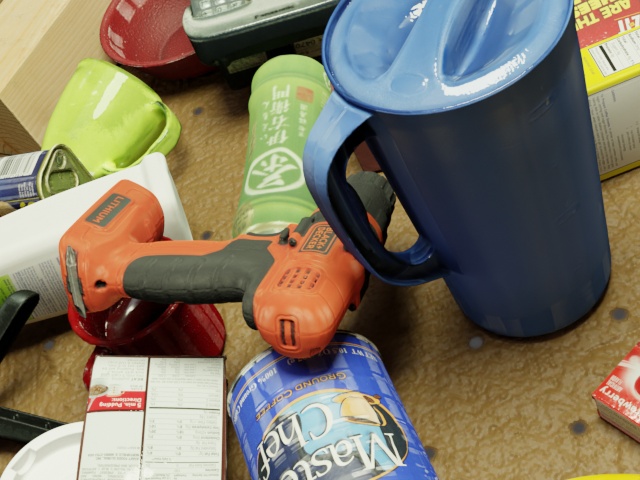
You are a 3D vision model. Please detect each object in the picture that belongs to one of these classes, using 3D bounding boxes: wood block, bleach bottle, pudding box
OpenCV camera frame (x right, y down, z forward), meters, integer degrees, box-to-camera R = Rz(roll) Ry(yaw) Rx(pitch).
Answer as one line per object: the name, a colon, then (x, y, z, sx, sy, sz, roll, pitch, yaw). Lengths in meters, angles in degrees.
wood block: (-0.256, -0.186, 1.016, 0.090, 0.090, 0.206, 9, 58, 32)
bleach bottle: (-0.223, 0.018, 0.799, 0.250, 0.102, 0.068, -17, 47, -4)
pudding box: (-0.102, 0.125, 0.666, 0.090, 0.039, 0.113, 1, 48, -5)

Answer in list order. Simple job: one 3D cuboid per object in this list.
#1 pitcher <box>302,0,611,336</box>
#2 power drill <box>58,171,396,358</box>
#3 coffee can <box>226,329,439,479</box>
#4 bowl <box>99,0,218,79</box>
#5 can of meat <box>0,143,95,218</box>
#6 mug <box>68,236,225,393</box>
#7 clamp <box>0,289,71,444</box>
pitcher: (0.093, -0.041, 0.628, 0.149, 0.242, 0.145, -8, 50, 19)
power drill: (-0.054, 0.001, 0.678, 0.188, 0.057, 0.184, 4, 28, 18)
coffee can: (0.012, 0.137, 0.618, 0.103, 0.102, 0.140, -27, 47, 2)
bowl: (-0.121, -0.201, 0.988, 0.162, 0.055, 0.162, -13, 49, 15)
can of meat: (-0.227, -0.026, 0.866, 0.084, 0.102, 0.057, -6, 50, 24)
mug: (-0.124, 0.066, 0.754, 0.093, 0.081, 0.117, 11, 59, 32)
clamp: (-0.249, 0.125, 0.781, 0.172, 0.039, 0.120, -32, 76, 17)
